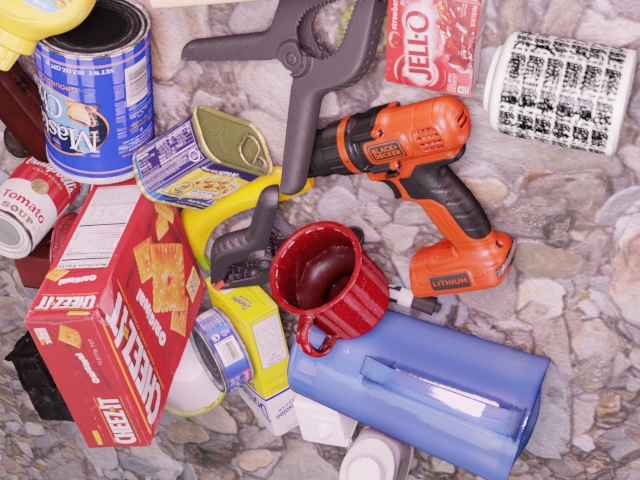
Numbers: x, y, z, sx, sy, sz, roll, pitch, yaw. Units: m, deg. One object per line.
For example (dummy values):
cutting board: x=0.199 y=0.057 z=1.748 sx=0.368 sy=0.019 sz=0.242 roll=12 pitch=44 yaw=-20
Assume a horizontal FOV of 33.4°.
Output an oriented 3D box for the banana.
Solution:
banana: x=-0.088 y=-0.033 z=1.049 sx=0.069 sy=0.037 sz=0.198 roll=24 pitch=143 yaw=-28

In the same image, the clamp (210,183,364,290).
clamp: x=-0.057 y=0.001 z=1.031 sx=0.172 sy=0.039 sz=0.120 roll=-25 pitch=133 yaw=31

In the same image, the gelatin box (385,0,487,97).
gelatin box: x=0.090 y=-0.161 z=0.844 sx=0.073 sy=0.030 sz=0.089 roll=14 pitch=134 yaw=15

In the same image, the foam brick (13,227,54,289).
foam brick: x=-0.291 y=0.022 z=1.183 sx=0.078 sy=0.053 sz=0.051 roll=7 pitch=133 yaw=19

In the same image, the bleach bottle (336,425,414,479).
bleach bottle: x=0.053 y=0.232 z=1.086 sx=0.068 sy=0.102 sz=0.251 roll=18 pitch=169 yaw=9

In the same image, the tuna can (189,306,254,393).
tuna can: x=-0.104 y=0.113 z=1.096 sx=0.086 sy=0.033 sz=0.086 roll=51 pitch=158 yaw=30

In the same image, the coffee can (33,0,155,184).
coffee can: x=-0.201 y=-0.136 z=0.958 sx=0.103 sy=0.102 sz=0.140 roll=17 pitch=135 yaw=12

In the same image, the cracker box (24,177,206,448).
cracker box: x=-0.179 y=0.058 z=0.988 sx=0.072 sy=0.213 sz=0.164 roll=-4 pitch=129 yaw=14

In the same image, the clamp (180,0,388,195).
clamp: x=-0.024 y=-0.158 z=0.886 sx=0.164 sy=0.036 sz=0.210 roll=47 pitch=128 yaw=8

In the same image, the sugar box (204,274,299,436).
sugar box: x=-0.069 y=0.120 z=1.140 sx=0.093 sy=0.048 sz=0.176 roll=42 pitch=150 yaw=46

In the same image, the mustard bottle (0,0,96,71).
mustard bottle: x=-0.218 y=-0.224 z=0.850 sx=0.096 sy=0.058 sz=0.192 roll=29 pitch=101 yaw=1

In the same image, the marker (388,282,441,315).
marker: x=0.061 y=0.049 z=1.058 sx=0.121 sy=0.020 sz=0.020 roll=18 pitch=135 yaw=11

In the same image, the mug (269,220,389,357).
mug: x=0.009 y=0.052 z=0.979 sx=0.093 sy=0.117 sz=0.081 roll=3 pitch=156 yaw=32

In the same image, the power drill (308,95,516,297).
power drill: x=0.076 y=-0.035 z=0.947 sx=0.185 sy=0.057 sz=0.187 roll=-9 pitch=126 yaw=40

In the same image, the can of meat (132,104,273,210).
can of meat: x=-0.107 y=-0.071 z=0.964 sx=0.084 sy=0.057 sz=0.101 roll=-29 pitch=159 yaw=27

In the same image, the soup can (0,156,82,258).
soup can: x=-0.300 y=-0.038 z=1.096 sx=0.068 sy=0.102 sz=0.068 roll=14 pitch=134 yaw=15

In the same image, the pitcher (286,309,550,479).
pitcher: x=0.093 y=0.137 z=1.041 sx=0.243 sy=0.144 sz=0.149 roll=19 pitch=135 yaw=13
